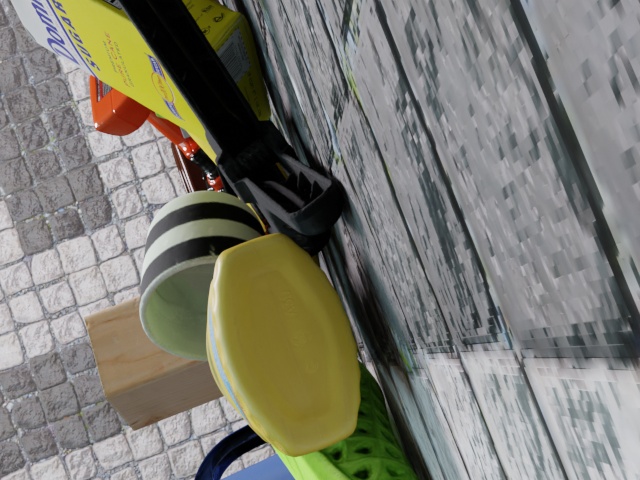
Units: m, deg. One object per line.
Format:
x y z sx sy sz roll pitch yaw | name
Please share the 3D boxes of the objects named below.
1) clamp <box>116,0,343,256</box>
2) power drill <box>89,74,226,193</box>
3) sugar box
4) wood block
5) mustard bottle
-0.039 -0.049 0.545 0.164 0.036 0.210 54 175 13 | clamp
-0.118 -0.081 0.953 0.187 0.057 0.184 39 -161 -37 | power drill
-0.115 -0.126 0.636 0.176 0.048 0.093 28 157 22 | sugar box
-0.099 0.087 0.991 0.091 0.206 0.090 74 174 -61 | wood block
-0.027 0.057 0.546 0.192 0.058 0.096 135 114 -78 | mustard bottle
